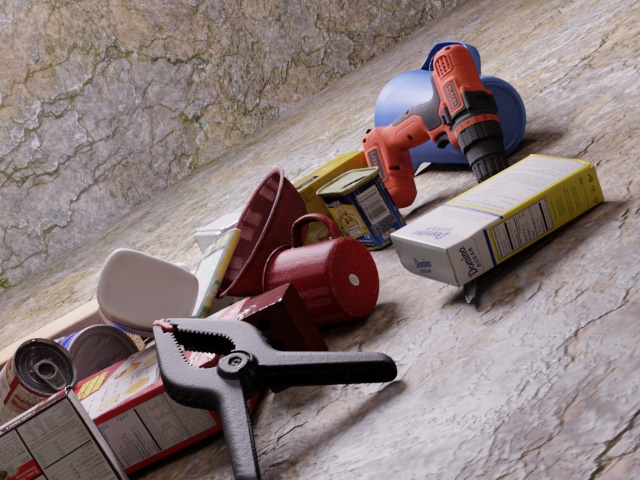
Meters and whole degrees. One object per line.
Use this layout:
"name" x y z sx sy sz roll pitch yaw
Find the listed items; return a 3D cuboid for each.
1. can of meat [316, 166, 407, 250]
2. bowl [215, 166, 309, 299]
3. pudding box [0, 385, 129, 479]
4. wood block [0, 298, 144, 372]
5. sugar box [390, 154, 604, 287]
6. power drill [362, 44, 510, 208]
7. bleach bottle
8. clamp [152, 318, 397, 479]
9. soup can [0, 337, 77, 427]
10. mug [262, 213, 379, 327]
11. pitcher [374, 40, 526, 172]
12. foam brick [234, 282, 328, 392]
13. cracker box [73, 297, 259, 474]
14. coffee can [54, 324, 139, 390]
"can of meat" 0.051 -0.036 1.269 0.057 0.084 0.102 -34 12 -18
"bowl" -0.058 0.001 1.174 0.162 0.055 0.162 -56 17 26
"pudding box" -0.221 0.193 0.895 0.090 0.113 0.039 -31 9 -8
"wood block" -0.344 0.160 1.385 0.206 0.091 0.090 -28 12 7
"sugar box" 0.161 -0.021 0.973 0.176 0.048 0.093 -31 21 -20
"power drill" 0.138 -0.111 1.268 0.057 0.184 0.188 3 -27 -39
"bleach bottle" -0.200 0.068 1.161 0.251 0.102 0.068 150 137 -71
"clamp" -0.067 0.117 0.849 0.210 0.036 0.164 17 43 33
"soup can" -0.305 0.157 1.114 0.102 0.068 0.068 -48 -2 38
"mug" 0.002 0.031 1.048 0.082 0.117 0.093 -14 -8 39
"pitcher" 0.174 -0.172 1.413 0.145 0.149 0.243 -32 15 -11
"foam brick" -0.035 0.088 0.976 0.053 0.078 0.051 -26 11 18
"cracker box" -0.155 0.152 1.014 0.214 0.072 0.164 -28 11 14
"coffee can" -0.282 0.159 1.210 0.141 0.103 0.102 -19 16 42
